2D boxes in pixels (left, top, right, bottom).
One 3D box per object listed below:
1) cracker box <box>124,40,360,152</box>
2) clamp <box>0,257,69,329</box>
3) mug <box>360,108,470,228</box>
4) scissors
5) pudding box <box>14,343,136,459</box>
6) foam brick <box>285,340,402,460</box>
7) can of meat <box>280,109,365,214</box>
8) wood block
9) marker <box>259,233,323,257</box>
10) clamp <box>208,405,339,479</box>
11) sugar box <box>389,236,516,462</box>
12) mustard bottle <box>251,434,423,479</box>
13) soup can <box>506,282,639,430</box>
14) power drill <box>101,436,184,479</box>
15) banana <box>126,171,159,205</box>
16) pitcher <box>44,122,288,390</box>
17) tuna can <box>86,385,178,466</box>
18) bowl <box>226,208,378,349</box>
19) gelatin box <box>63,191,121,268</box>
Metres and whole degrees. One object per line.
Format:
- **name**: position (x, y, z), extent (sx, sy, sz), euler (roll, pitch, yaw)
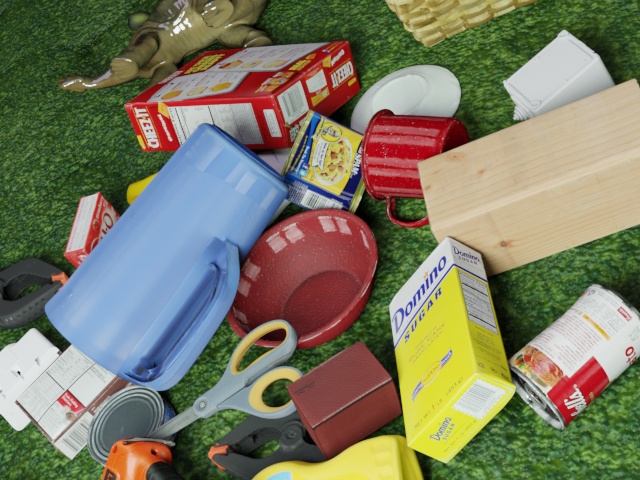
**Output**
- **cracker box**: position (-0.087, -0.163, 1.219), extent (0.214, 0.072, 0.164), euler (2, 31, 34)
- **clamp**: position (-0.381, 0.076, 1.249), extent (0.210, 0.036, 0.164), euler (-6, 49, 28)
- **mug**: position (0.095, -0.070, 1.051), extent (0.082, 0.093, 0.117), euler (6, 87, 30)
- **scissors**: position (-0.088, 0.156, 0.950), extent (0.202, 0.016, 0.096), euler (-46, 53, 4)
- **pudding box**: position (-0.245, 0.153, 1.093), extent (0.113, 0.039, 0.090), euler (-45, 45, -14)
- **foam brick**: position (0.020, 0.132, 0.889), extent (0.078, 0.051, 0.053), euler (-30, 45, -8)
- **can of meat**: position (0.007, -0.074, 1.093), extent (0.084, 0.057, 0.102), euler (25, 60, -4)
- **wood block**: position (0.203, -0.049, 0.952), extent (0.206, 0.090, 0.090), euler (-21, 44, 15)
- **marker**: position (-0.057, 0.001, 1.089), extent (0.121, 0.020, 0.020), euler (7, 52, 3)
- **clamp**: position (-0.012, 0.168, 0.933), extent (0.172, 0.039, 0.120), euler (-5, 43, 20)
- **sugar box**: position (0.103, 0.085, 0.880), extent (0.093, 0.048, 0.176), euler (-52, 25, 28)
- **mustard bottle**: position (-0.009, 0.223, 0.855), extent (0.192, 0.058, 0.096), euler (-20, 73, 24)
- **soup can**: position (0.203, 0.090, 0.843), extent (0.102, 0.068, 0.069), euler (-41, 43, -8)
- **power drill**: position (-0.129, 0.261, 0.879), extent (0.188, 0.057, 0.184), euler (29, 101, 51)
- **banana**: position (-0.174, -0.062, 1.196), extent (0.198, 0.037, 0.069), euler (-18, 13, 49)
- **pitcher**: position (-0.135, 0.016, 1.018), extent (0.243, 0.149, 0.145), euler (-52, 0, 4)
- **tuna can**: position (-0.179, 0.184, 1.026), extent (0.086, 0.033, 0.086), euler (-18, 45, 18)
- **bowl**: position (-0.010, 0.048, 1.025), extent (0.162, 0.055, 0.162), euler (-18, 45, 18)
- **gelatin box**: position (-0.248, 0.003, 1.203), extent (0.030, 0.073, 0.089), euler (-15, 46, 21)
